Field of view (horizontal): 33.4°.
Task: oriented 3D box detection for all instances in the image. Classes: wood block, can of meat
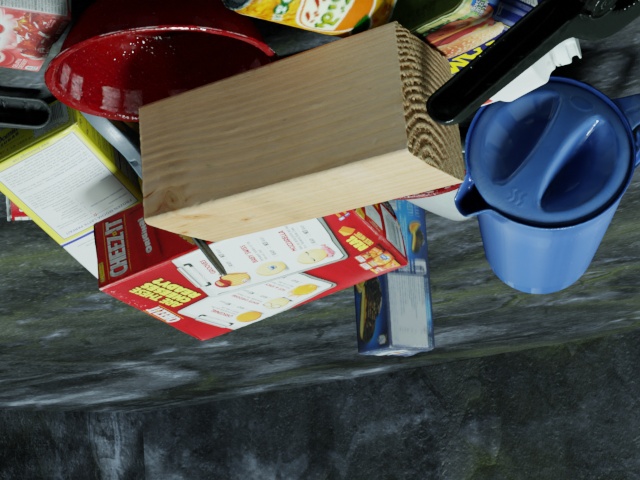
[{"bbox_3d":[-0.016,-0.067,0.738,0.206,0.091,0.090,-14,164,29],"label":"wood block"},{"bbox_3d":[0.092,-0.156,0.729,0.083,0.057,0.102,10,160,-41],"label":"can of meat"}]

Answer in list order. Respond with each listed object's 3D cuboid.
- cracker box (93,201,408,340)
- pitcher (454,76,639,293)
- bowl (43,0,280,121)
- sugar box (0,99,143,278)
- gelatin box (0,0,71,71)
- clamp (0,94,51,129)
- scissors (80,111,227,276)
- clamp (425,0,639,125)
[{"bbox_3d":[-0.056,0.001,0.899,0.214,0.072,0.164,-21,152,18],"label":"cracker box"},{"bbox_3d":[0.208,-0.039,0.949,0.149,0.145,0.242,13,164,13],"label":"pitcher"},{"bbox_3d":[-0.108,-0.135,0.737,0.162,0.055,0.162,-5,166,-1],"label":"bowl"},{"bbox_3d":[-0.205,-0.041,0.935,0.093,0.048,0.176,-26,141,10],"label":"sugar box"},{"bbox_3d":[-0.214,-0.144,0.712,0.073,0.030,0.089,3,164,-30],"label":"gelatin box"},{"bbox_3d":[-0.299,-0.105,0.826,0.172,0.039,0.120,-3,163,17],"label":"clamp"},{"bbox_3d":[-0.132,-0.057,0.837,0.016,0.202,0.096,-39,-177,9],"label":"scissors"},{"bbox_3d":[0.159,-0.150,0.667,0.209,0.036,0.165,-18,149,-37],"label":"clamp"}]
